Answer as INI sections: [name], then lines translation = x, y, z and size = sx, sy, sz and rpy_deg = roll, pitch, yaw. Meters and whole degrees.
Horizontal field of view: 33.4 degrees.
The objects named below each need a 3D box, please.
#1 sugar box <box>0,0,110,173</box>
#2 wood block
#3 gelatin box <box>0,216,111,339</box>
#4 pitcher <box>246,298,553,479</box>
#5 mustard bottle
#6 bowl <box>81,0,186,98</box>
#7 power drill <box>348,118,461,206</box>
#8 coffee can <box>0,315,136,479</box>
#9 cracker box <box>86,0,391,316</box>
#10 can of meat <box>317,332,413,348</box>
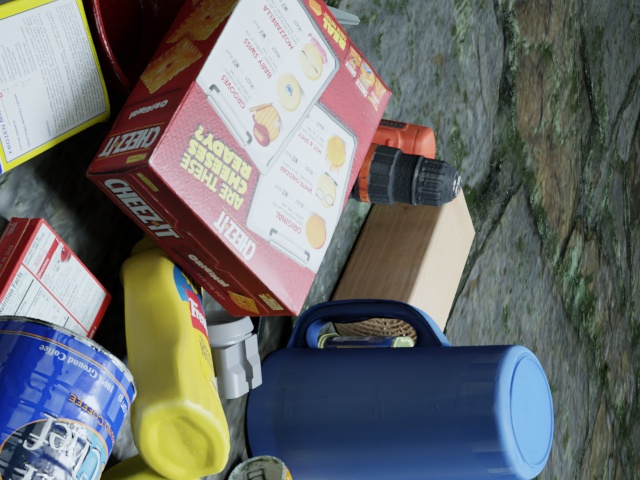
[sugar box]
translation = -0.200, -0.088, 0.628
size = 0.176, 0.048, 0.093
rpy_deg = -40, 123, -53
[wood block]
translation = 0.091, 0.030, 1.136
size = 0.091, 0.090, 0.206
rpy_deg = 66, 34, -36
[gelatin box]
translation = -0.178, 0.040, 0.676
size = 0.089, 0.030, 0.073
rpy_deg = 58, 40, -43
[pitcher]
translation = 0.067, 0.140, 0.914
size = 0.144, 0.243, 0.149
rpy_deg = -52, 125, -50
[mustard bottle]
translation = -0.105, 0.063, 0.736
size = 0.096, 0.058, 0.191
rpy_deg = 71, 2, -48
[bowl]
translation = -0.131, -0.165, 0.757
size = 0.161, 0.055, 0.162
rpy_deg = 9, 80, -62
[power drill]
translation = 0.051, -0.075, 0.987
size = 0.187, 0.184, 0.057
rpy_deg = -30, 130, -69
[coffee can]
translation = -0.175, 0.128, 0.594
size = 0.102, 0.103, 0.140
rpy_deg = 59, 38, -43
[cracker box]
translation = -0.048, -0.078, 0.747
size = 0.164, 0.072, 0.213
rpy_deg = 48, 52, -35
[can of meat]
translation = 0.045, 0.142, 1.043
size = 0.057, 0.084, 0.102
rpy_deg = 2, 86, -62
